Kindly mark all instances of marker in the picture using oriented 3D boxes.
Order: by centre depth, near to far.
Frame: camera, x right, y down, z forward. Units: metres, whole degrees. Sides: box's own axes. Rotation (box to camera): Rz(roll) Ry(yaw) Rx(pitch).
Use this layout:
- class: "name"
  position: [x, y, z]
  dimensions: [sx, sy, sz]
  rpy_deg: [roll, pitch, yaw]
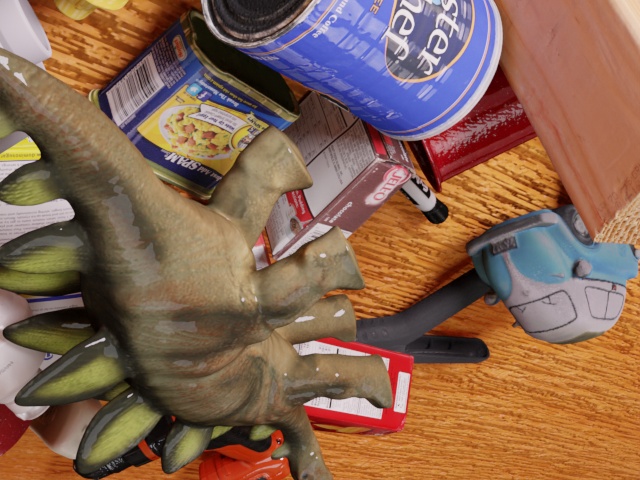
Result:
- class: "marker"
  position: [0.068, -0.042, 0.808]
  dimensions: [0.020, 0.020, 0.121]
  rpy_deg: [-29, 145, 15]

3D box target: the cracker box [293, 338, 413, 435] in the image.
- class: "cracker box"
  position: [-0.057, 0.106, 0.848]
  dimensions: [0.213, 0.072, 0.164]
  rpy_deg: [18, 165, -42]

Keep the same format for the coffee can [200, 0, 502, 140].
- class: "coffee can"
  position: [0.020, -0.126, 0.587]
  dimensions: [0.103, 0.103, 0.140]
  rpy_deg: [-38, 142, 26]

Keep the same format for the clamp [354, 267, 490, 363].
- class: "clamp"
  position: [0.068, 0.089, 0.981]
  dimensions: [0.210, 0.036, 0.164]
  rpy_deg: [-12, 147, -9]

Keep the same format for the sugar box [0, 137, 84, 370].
- class: "sugar box"
  position: [-0.195, 0.007, 0.684]
  dimensions: [0.093, 0.048, 0.176]
  rpy_deg: [-4, 128, -20]

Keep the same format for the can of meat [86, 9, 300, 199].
- class: "can of meat"
  position: [-0.075, -0.081, 0.648]
  dimensions: [0.084, 0.057, 0.102]
  rpy_deg: [-37, 143, 22]

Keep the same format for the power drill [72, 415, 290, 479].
- class: "power drill"
  position: [-0.121, 0.202, 1.034]
  dimensions: [0.184, 0.057, 0.187]
  rpy_deg: [-25, 146, 10]

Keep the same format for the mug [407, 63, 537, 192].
- class: "mug"
  position: [0.093, -0.089, 0.702]
  dimensions: [0.081, 0.093, 0.117]
  rpy_deg: [-25, 177, 1]

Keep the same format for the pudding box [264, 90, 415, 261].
- class: "pudding box"
  position: [0.003, -0.049, 0.703]
  dimensions: [0.039, 0.090, 0.114]
  rpy_deg: [17, 134, -39]
